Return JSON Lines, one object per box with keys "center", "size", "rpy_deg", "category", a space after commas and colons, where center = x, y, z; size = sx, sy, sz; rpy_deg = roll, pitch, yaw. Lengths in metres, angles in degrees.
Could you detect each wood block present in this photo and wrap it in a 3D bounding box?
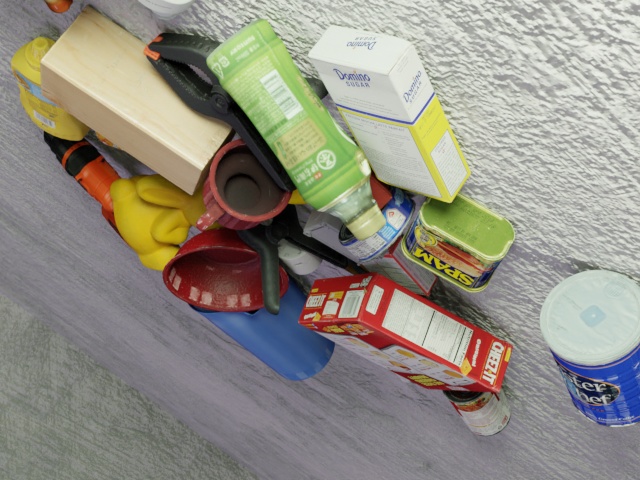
{"center": [-0.198, -0.153, 1.185], "size": [0.206, 0.090, 0.091], "rpy_deg": [34, 160, -2], "category": "wood block"}

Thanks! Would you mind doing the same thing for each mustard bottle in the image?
{"center": [-0.337, -0.197, 1.331], "size": [0.096, 0.058, 0.192], "rpy_deg": [32, 160, 5], "category": "mustard bottle"}

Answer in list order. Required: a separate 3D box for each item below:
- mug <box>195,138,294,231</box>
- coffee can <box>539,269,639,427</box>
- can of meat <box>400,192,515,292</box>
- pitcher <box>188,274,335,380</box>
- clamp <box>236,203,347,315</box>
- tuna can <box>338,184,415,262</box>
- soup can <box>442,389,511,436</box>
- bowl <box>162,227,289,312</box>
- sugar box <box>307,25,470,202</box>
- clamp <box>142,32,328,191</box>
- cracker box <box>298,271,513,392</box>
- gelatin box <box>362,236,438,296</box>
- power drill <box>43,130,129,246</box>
{"center": [-0.092, -0.050, 1.175], "size": [0.093, 0.117, 0.082], "rpy_deg": [45, 161, -4], "category": "mug"}
{"center": [0.284, 0.109, 1.060], "size": [0.103, 0.102, 0.140], "rpy_deg": [17, 155, 35], "category": "coffee can"}
{"center": [0.140, -0.002, 1.085], "size": [0.102, 0.057, 0.084], "rpy_deg": [30, 157, 6], "category": "can of meat"}
{"center": [-0.083, 0.099, 1.557], "size": [0.145, 0.149, 0.242], "rpy_deg": [-9, 143, 29], "category": "pitcher"}
{"center": [-0.058, 0.002, 1.289], "size": [0.171, 0.120, 0.039], "rpy_deg": [49, 155, -4], "category": "clamp"}
{"center": [0.058, -0.020, 1.119], "size": [0.033, 0.086, 0.086], "rpy_deg": [40, 158, -16], "category": "tuna can"}
{"center": [0.213, 0.214, 1.450], "size": [0.069, 0.068, 0.102], "rpy_deg": [15, 154, 39], "category": "soup can"}
{"center": [-0.120, 0.030, 1.370], "size": [0.162, 0.055, 0.162], "rpy_deg": [1, 147, 1], "category": "bowl"}
{"center": [0.065, -0.112, 0.959], "size": [0.093, 0.048, 0.176], "rpy_deg": [20, 154, 37], "category": "sugar box"}
{"center": [-0.090, -0.143, 1.100], "size": [0.210, 0.036, 0.165], "rpy_deg": [29, 144, 15], "category": "clamp"}
{"center": [0.104, 0.115, 1.318], "size": [0.213, 0.072, 0.164], "rpy_deg": [28, 163, -21], "category": "cracker box"}
{"center": [0.086, 0.027, 1.264], "size": [0.073, 0.030, 0.089], "rpy_deg": [7, 150, 48], "category": "gelatin box"}
{"center": [-0.314, -0.076, 1.542], "size": [0.185, 0.057, 0.187], "rpy_deg": [45, 172, 27], "category": "power drill"}
